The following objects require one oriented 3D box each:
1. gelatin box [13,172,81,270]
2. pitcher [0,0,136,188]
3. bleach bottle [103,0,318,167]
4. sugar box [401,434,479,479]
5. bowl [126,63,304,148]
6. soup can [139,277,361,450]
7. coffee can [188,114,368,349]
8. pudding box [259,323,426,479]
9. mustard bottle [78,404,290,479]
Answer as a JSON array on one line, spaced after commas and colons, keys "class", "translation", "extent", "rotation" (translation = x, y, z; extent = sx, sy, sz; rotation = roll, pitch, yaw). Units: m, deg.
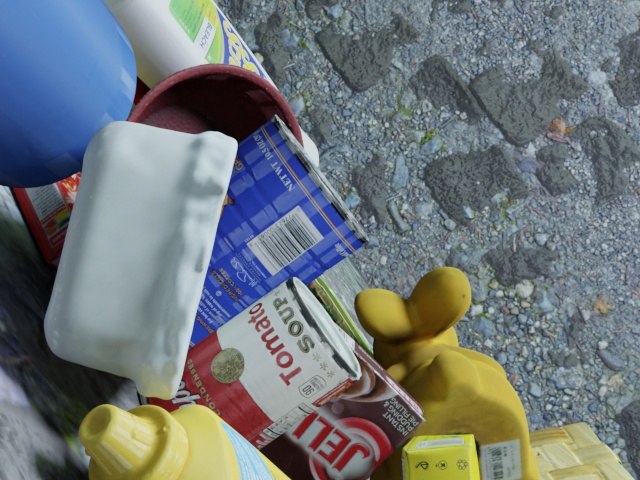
[{"class": "gelatin box", "translation": [-0.134, -0.004, 0.616], "extent": [0.073, 0.030, 0.089], "rotation": [58, 6, 32]}, {"class": "pitcher", "translation": [-0.180, -0.118, 0.451], "extent": [0.242, 0.145, 0.149], "rotation": [54, 23, -66]}, {"class": "bleach bottle", "translation": [-0.075, -0.120, 0.857], "extent": [0.250, 0.068, 0.102], "rotation": [46, 34, -34]}, {"class": "sugar box", "translation": [0.078, 0.208, 0.639], "extent": [0.093, 0.048, 0.176], "rotation": [31, 53, -79]}, {"class": "bowl", "translation": [-0.092, -0.051, 0.781], "extent": [0.055, 0.162, 0.162], "rotation": [22, -24, 51]}, {"class": "soup can", "translation": [-0.037, 0.075, 0.577], "extent": [0.068, 0.102, 0.068], "rotation": [54, 5, -7]}, {"class": "coffee can", "translation": [-0.055, 0.001, 0.694], "extent": [0.103, 0.140, 0.103], "rotation": [53, 4, -6]}, {"class": "pudding box", "translation": [-0.002, 0.105, 0.688], "extent": [0.113, 0.090, 0.039], "rotation": [44, 6, 0]}, {"class": "mustard bottle", "translation": [-0.038, 0.126, 0.463], "extent": [0.191, 0.058, 0.096], "rotation": [51, 13, -40]}]
